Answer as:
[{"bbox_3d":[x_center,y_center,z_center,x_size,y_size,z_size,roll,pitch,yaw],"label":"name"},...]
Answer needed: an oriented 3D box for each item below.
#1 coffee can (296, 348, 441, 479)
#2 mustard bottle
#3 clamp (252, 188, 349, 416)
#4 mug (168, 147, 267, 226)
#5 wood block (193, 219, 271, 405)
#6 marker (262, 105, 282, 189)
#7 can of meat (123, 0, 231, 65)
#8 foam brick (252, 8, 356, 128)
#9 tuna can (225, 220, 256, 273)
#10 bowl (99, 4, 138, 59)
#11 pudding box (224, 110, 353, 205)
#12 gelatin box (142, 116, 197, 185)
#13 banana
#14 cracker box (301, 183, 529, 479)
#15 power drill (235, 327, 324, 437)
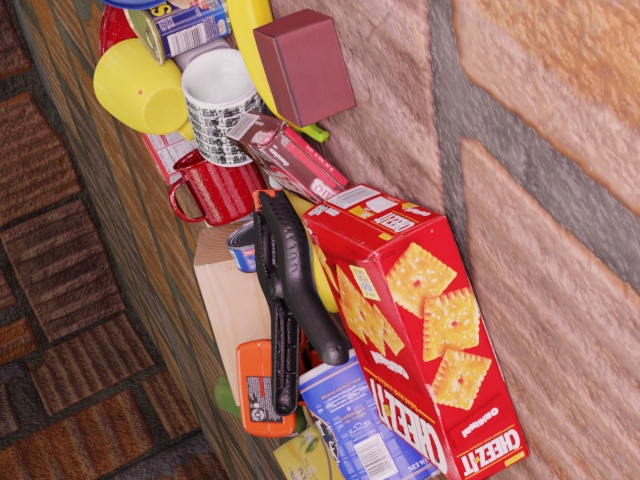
[{"bbox_3d":[0.051,0.175,1.035,0.140,0.102,0.103,63,165,8],"label":"coffee can"},{"bbox_3d":[0.002,0.017,1.032,0.192,0.058,0.096,-143,39,-61],"label":"mustard bottle"},{"bbox_3d":[-0.025,0.045,0.975,0.165,0.036,0.210,139,124,-62],"label":"clamp"},{"bbox_3d":[-0.120,-0.063,1.225,0.093,0.117,0.081,6,126,59],"label":"mug"},{"bbox_3d":[-0.082,0.087,1.293,0.091,0.090,0.206,-90,-11,-59],"label":"wood block"},{"bbox_3d":[-0.047,-0.096,1.096,0.020,0.020,0.121,56,163,30],"label":"marker"},{"bbox_3d":[-0.148,-0.236,1.093,0.102,0.083,0.057,53,161,39],"label":"can of meat"},{"bbox_3d":[-0.014,-0.138,0.851,0.053,0.051,0.078,41,152,59],"label":"foam brick"},{"bbox_3d":[-0.058,0.001,1.162,0.086,0.086,0.034,30,144,66],"label":"tuna can"},{"bbox_3d":[-0.183,-0.216,1.208,0.055,0.162,0.162,2,128,23],"label":"bowl"},{"bbox_3d":[-0.030,-0.074,0.975,0.090,0.039,0.114,42,177,-24],"label":"pudding box"},{"bbox_3d":[-0.170,-0.119,1.347,0.073,0.089,0.030,60,164,19],"label":"gelatin box"},{"bbox_3d":[-0.046,-0.177,0.939,0.070,0.037,0.198,-6,113,48],"label":"banana"},{"bbox_3d":[0.071,0.072,0.860,0.164,0.072,0.213,30,143,66],"label":"cracker box"},{"bbox_3d":[-0.035,0.112,1.134,0.187,0.057,0.184,-44,-51,-69],"label":"power drill"}]
